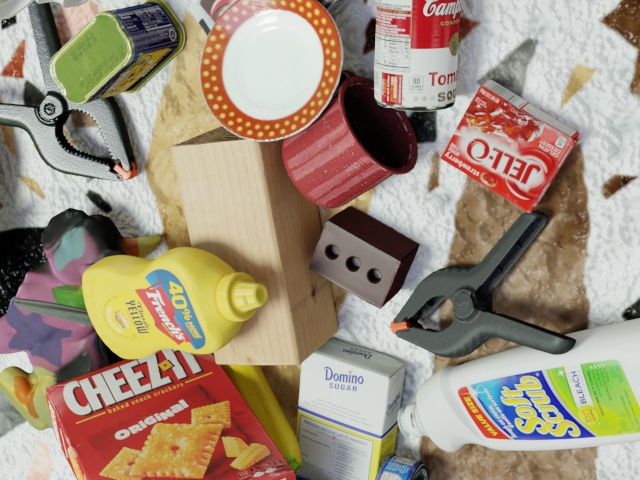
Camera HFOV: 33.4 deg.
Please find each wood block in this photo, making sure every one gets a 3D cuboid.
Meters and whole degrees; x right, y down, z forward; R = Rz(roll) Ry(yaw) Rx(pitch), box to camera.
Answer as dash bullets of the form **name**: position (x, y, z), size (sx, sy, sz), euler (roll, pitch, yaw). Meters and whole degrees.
- **wood block**: position (-0.056, 0.001, 0.969), size (0.090, 0.090, 0.206), euler (-3, 106, 28)

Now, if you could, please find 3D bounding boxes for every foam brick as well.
- **foam brick**: position (0.039, 0.014, 0.947), size (0.078, 0.051, 0.053), euler (29, 118, 16)

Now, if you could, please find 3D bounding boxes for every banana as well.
- **banana**: position (-0.061, 0.148, 1.029), size (0.198, 0.037, 0.070), euler (58, 153, 29)

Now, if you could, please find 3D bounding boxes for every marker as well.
- **marker**: position (-0.078, -0.163, 0.964), size (0.020, 0.020, 0.121), euler (-32, 91, 32)

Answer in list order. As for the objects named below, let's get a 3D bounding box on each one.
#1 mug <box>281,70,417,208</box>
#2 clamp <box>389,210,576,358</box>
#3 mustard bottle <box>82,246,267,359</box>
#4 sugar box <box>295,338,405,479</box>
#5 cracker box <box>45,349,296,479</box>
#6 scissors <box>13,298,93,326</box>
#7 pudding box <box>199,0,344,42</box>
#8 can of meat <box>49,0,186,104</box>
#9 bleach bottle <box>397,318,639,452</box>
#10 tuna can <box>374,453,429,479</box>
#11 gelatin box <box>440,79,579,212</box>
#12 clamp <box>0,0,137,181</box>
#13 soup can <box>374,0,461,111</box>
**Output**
- **mug**: position (0.019, -0.089, 0.908), size (0.082, 0.093, 0.117), euler (-32, 60, 36)
- **clamp**: position (0.137, 0.062, 0.904), size (0.172, 0.039, 0.120), euler (-34, 56, 35)
- **mustard bottle**: position (-0.122, 0.054, 0.933), size (0.192, 0.058, 0.096), euler (-8, 109, 39)
- **sugar box**: position (0.024, 0.187, 1.019), size (0.093, 0.048, 0.176), euler (17, 111, 25)
- **cracker box**: position (-0.141, 0.192, 0.979), size (0.214, 0.164, 0.072), euler (47, 147, 45)
- **scissors**: position (-0.206, 0.093, 1.034), size (0.016, 0.201, 0.096), euler (60, 136, 42)
- **pudding box**: position (-0.038, -0.209, 0.916), size (0.090, 0.039, 0.114), euler (50, 122, 3)
- **can of meat**: position (-0.187, -0.172, 0.979), size (0.102, 0.083, 0.057), euler (-34, 90, 32)
- **bleach bottle**: position (0.181, 0.140, 0.913), size (0.251, 0.068, 0.102), euler (-20, 96, 33)
- **tuna can**: position (0.072, 0.244, 0.991), size (0.034, 0.086, 0.086), euler (11, 112, 22)
- **gelatin box**: position (0.154, -0.076, 0.869), size (0.089, 0.030, 0.073), euler (34, 120, 13)
- **clamp**: position (-0.257, -0.140, 1.042), size (0.210, 0.036, 0.165), euler (35, 101, 0)
- **soup can**: position (0.078, -0.160, 0.857), size (0.069, 0.068, 0.102), euler (10, 112, 24)
